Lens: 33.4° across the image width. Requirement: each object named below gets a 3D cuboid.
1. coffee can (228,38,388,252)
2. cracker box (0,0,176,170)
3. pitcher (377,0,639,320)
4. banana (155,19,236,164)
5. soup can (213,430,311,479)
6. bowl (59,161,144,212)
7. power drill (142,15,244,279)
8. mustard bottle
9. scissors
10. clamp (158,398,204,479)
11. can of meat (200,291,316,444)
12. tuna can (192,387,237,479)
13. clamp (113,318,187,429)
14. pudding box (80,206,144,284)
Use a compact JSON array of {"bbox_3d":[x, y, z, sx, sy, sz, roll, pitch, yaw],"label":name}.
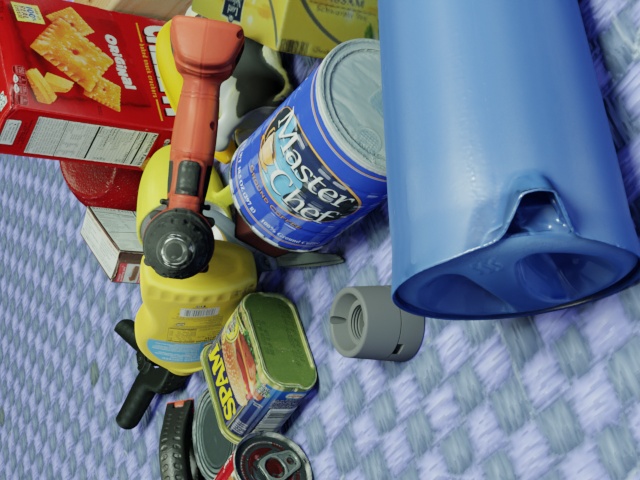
[{"bbox_3d":[0.010,-0.064,0.762,0.141,0.102,0.103,-37,56,52],"label":"coffee can"},{"bbox_3d":[-0.221,-0.156,1.052,0.072,0.213,0.164,-52,45,41],"label":"cracker box"},{"bbox_3d":[0.095,-0.079,0.614,0.149,0.144,0.243,-24,62,42],"label":"pitcher"},{"bbox_3d":[-0.122,-0.154,1.011,0.037,0.069,0.198,-49,40,34],"label":"banana"},{"bbox_3d":[-0.058,0.212,0.878,0.102,0.068,0.068,-57,41,40],"label":"soup can"},{"bbox_3d":[-0.232,-0.092,1.155,0.162,0.055,0.162,5,99,35],"label":"bowl"},{"bbox_3d":[-0.096,-0.065,0.784,0.184,0.057,0.188,-156,75,-82],"label":"power drill"},{"bbox_3d":[-0.117,0.071,0.956,0.192,0.096,0.058,109,154,-55],"label":"mustard bottle"},{"bbox_3d":[-0.056,0.001,0.915,0.096,0.016,0.202,58,146,-3],"label":"scissors"},{"bbox_3d":[-0.124,0.248,0.982,0.164,0.036,0.210,78,-177,-48],"label":"clamp"},{"bbox_3d":[-0.051,0.106,0.891,0.084,0.057,0.102,-54,43,38],"label":"can of meat"},{"bbox_3d":[-0.082,0.173,0.955,0.086,0.033,0.086,-10,78,58],"label":"tuna can"},{"bbox_3d":[-0.176,0.117,1.116,0.172,0.039,0.120,-37,60,44],"label":"clamp"},{"bbox_3d":[-0.186,0.006,1.095,0.114,0.089,0.039,42,121,53],"label":"pudding box"}]
